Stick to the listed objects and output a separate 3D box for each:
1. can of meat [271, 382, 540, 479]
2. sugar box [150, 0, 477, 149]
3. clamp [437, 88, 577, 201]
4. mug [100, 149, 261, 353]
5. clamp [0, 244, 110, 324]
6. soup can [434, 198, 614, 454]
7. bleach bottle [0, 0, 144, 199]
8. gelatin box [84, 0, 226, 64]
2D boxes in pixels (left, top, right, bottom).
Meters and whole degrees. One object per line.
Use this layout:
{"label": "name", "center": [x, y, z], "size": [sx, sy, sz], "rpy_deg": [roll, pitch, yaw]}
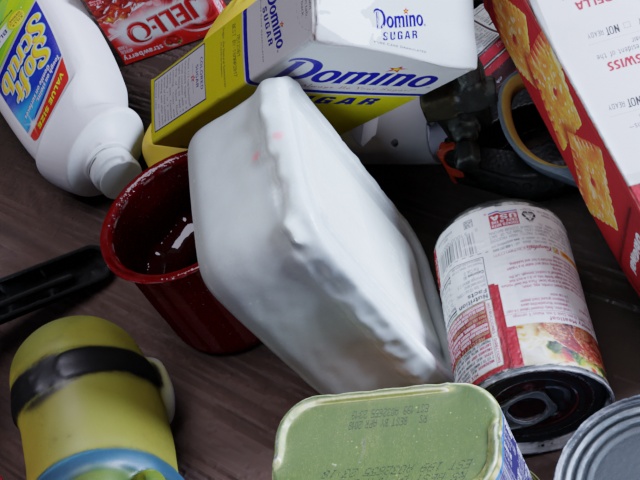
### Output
{"label": "can of meat", "center": [0.039, 0.106, 0.456], "size": [0.102, 0.084, 0.057], "rpy_deg": [-9, 48, 19]}
{"label": "sugar box", "center": [-0.011, -0.085, 0.551], "size": [0.177, 0.093, 0.048], "rpy_deg": [-16, 73, 57]}
{"label": "clamp", "center": [0.151, -0.072, 0.587], "size": [0.172, 0.039, 0.120], "rpy_deg": [-5, 49, 23]}
{"label": "mug", "center": [-0.054, 0.001, 0.595], "size": [0.093, 0.081, 0.117], "rpy_deg": [26, 66, 39]}
{"label": "clamp", "center": [-0.235, 0.053, 0.635], "size": [0.210, 0.164, 0.036], "rpy_deg": [-33, 74, 25]}
{"label": "soup can", "center": [0.092, 0.039, 0.499], "size": [0.068, 0.068, 0.102], "rpy_deg": [-16, 46, 13]}
{"label": "bleach bottle", "center": [-0.182, -0.113, 0.764], "size": [0.102, 0.068, 0.251], "rpy_deg": [-50, 46, 9]}
{"label": "gelatin box", "center": [-0.121, -0.176, 0.789], "size": [0.089, 0.073, 0.030], "rpy_deg": [-15, 48, 13]}
